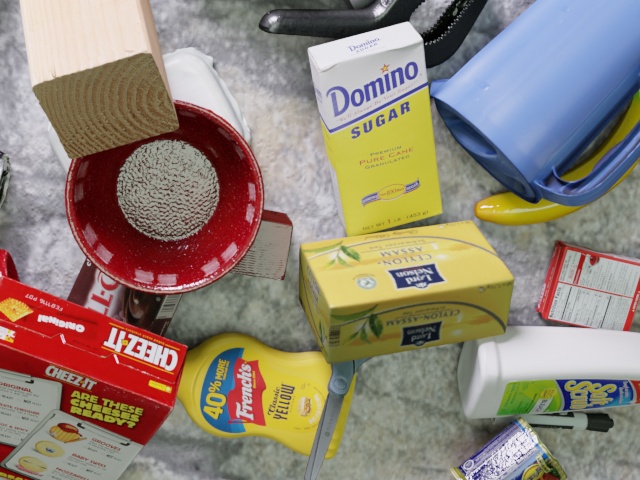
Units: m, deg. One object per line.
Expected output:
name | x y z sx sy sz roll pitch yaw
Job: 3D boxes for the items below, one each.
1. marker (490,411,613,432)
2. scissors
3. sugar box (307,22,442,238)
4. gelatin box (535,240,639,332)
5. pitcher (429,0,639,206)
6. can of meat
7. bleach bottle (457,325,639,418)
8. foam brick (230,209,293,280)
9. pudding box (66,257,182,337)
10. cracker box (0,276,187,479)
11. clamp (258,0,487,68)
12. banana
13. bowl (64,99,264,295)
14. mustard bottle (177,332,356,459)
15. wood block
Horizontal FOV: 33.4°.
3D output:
marker | 0.227 0.175 1.042 0.121 0.020 0.020 5 100 -6
scissors | 0.004 0.115 0.966 0.096 0.016 0.201 34 64 5
sugar box | 0.050 -0.093 0.929 0.093 0.048 0.176 -16 128 -5
gelatin box | 0.258 0.046 1.016 0.089 0.030 0.073 12 101 -8
pitcher | 0.228 -0.151 0.922 0.243 0.145 0.149 -45 103 1
can of meat | 0.180 0.222 1.010 0.084 0.057 0.102 -39 145 -1
bleach bottle | 0.260 0.119 0.999 0.250 0.068 0.103 -1 143 -6
foam brick | -0.056 0.001 0.955 0.053 0.078 0.051 10 98 -7
pudding box | -0.178 0.057 0.957 0.090 0.039 0.113 28 96 19
cracker box | -0.227 0.136 0.905 0.164 0.072 0.214 23 137 -15
clamp | 0.063 -0.168 0.940 0.210 0.036 0.164 -28 128 -8
banana | 0.237 -0.065 0.992 0.198 0.037 0.069 -39 84 2
bowl | -0.128 -0.039 0.889 0.162 0.055 0.162 -1 101 -5
mustard bottle | -0.069 0.137 0.989 0.191 0.058 0.096 14 94 -7
wood block | -0.181 -0.178 0.842 0.091 0.206 0.090 -16 146 -1
